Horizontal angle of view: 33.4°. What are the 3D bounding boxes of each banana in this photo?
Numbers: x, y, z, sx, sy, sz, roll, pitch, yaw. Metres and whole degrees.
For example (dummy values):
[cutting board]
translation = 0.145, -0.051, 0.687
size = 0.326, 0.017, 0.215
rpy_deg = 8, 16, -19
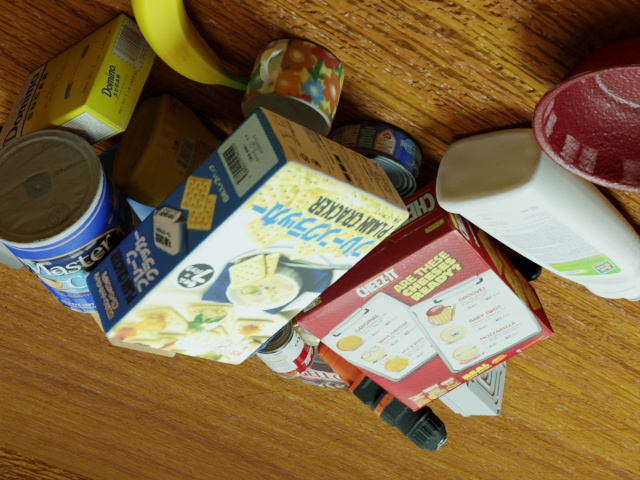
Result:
[banana]
translation = -0.106, -0.173, 0.793
size = 0.069, 0.037, 0.197
rpy_deg = -8, 154, 7

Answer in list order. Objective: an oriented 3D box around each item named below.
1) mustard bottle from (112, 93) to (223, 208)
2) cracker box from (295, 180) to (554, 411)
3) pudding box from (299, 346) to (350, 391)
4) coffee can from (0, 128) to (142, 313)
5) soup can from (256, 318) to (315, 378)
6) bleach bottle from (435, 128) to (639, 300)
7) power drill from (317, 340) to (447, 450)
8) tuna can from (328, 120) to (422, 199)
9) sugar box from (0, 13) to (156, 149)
[mustard bottle]
translation = -0.100, -0.047, 0.987
size = 0.058, 0.096, 0.191
rpy_deg = -8, 148, 42
[cracker box]
translation = 0.096, 0.058, 0.989
size = 0.164, 0.072, 0.213
rpy_deg = -32, 136, 17
[pudding box]
translation = 0.017, 0.174, 1.474
size = 0.114, 0.039, 0.090
rpy_deg = 5, 154, 22
[coffee can]
translation = -0.207, -0.013, 0.886
size = 0.103, 0.102, 0.140
rpy_deg = 9, 156, 15
[soup can]
translation = -0.052, 0.130, 1.378
size = 0.069, 0.068, 0.102
rpy_deg = 7, 157, 19
[bleach bottle]
translation = 0.212, -0.008, 0.932
size = 0.103, 0.068, 0.250
rpy_deg = -8, 150, 41
[power drill]
translation = 0.088, 0.177, 1.286
size = 0.184, 0.057, 0.187
rpy_deg = 44, -176, 15
[tuna can]
translation = 0.045, -0.069, 0.930
size = 0.086, 0.033, 0.086
rpy_deg = 13, 156, 6
[sugar box]
translation = -0.210, -0.118, 0.900
size = 0.048, 0.093, 0.177
rpy_deg = 34, 150, -33
